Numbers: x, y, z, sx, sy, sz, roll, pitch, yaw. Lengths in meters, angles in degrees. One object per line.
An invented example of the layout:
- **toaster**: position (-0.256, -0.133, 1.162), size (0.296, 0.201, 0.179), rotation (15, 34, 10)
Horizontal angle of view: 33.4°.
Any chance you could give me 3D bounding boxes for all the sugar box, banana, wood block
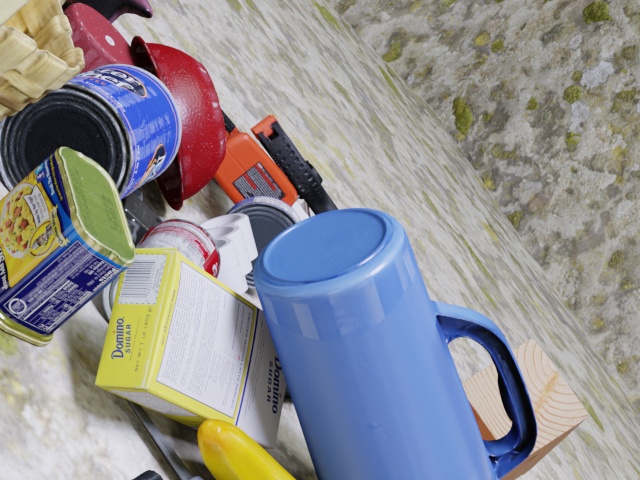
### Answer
- **sugar box**: position (-0.079, 0.079, 0.726), size (0.176, 0.048, 0.093), rotation (46, 50, -58)
- **banana**: position (-0.026, 0.176, 0.731), size (0.197, 0.037, 0.070), rotation (47, -27, -27)
- **wood block**: position (0.178, 0.189, 1.067), size (0.090, 0.090, 0.206), rotation (56, -18, 19)

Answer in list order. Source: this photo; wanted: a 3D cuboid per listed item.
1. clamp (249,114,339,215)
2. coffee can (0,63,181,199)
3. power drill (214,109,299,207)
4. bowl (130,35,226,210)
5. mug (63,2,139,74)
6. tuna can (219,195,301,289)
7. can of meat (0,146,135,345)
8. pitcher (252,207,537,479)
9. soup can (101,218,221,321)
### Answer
- **clamp**: position (-0.013, -0.057, 1.162), size (0.165, 0.036, 0.210), rotation (51, -2, 36)
- **coffee can**: position (-0.174, -0.079, 0.824), size (0.103, 0.103, 0.140), rotation (49, 15, -6)
- **power drill**: position (-0.104, -0.103, 1.105), size (0.184, 0.057, 0.188), rotation (49, 1, -33)
- **bowl**: position (-0.126, -0.111, 0.970), size (0.162, 0.055, 0.162), rotation (165, -90, -74)
- **mug**: position (-0.219, -0.156, 0.918), size (0.117, 0.081, 0.093), rotation (36, 21, -46)
- **tuna can**: position (-0.057, 0.001, 1.019), size (0.086, 0.086, 0.033), rotation (48, 13, -11)
- **can of meat**: position (-0.170, 0.001, 0.678), size (0.057, 0.084, 0.102), rotation (36, 21, -45)
- **pitcher**: position (0.048, 0.099, 0.766), size (0.145, 0.149, 0.243), rotation (10, -50, 42)
- **soup can**: position (-0.118, 0.029, 0.800), size (0.068, 0.068, 0.102), rotation (49, 15, -8)
